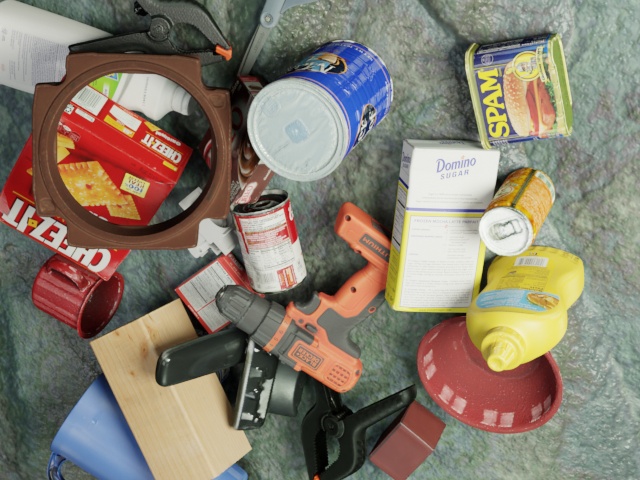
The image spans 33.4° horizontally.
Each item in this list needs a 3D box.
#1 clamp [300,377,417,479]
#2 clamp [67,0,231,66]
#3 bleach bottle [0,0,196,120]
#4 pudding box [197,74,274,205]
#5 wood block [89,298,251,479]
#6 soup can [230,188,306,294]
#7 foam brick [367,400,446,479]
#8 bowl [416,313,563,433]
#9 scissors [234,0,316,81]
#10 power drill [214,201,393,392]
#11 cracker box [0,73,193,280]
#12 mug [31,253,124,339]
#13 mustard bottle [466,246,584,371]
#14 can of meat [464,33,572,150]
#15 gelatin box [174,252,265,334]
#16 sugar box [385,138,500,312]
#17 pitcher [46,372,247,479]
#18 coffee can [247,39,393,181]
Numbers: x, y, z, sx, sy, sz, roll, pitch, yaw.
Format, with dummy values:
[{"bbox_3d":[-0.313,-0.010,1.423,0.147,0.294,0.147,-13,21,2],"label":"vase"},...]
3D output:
[{"bbox_3d":[0.031,0.213,1.256,0.165,0.036,0.210,26,118,35],"label":"clamp"},{"bbox_3d":[-0.173,-0.237,1.127,0.171,0.039,0.120,10,115,-10],"label":"clamp"},{"bbox_3d":[-0.258,-0.188,1.205,0.251,0.068,0.103,21,126,11],"label":"bleach bottle"},{"bbox_3d":[-0.080,-0.108,1.155,0.090,0.039,0.114,56,129,27],"label":"pudding box"},{"bbox_3d":[-0.180,0.189,1.289,0.090,0.090,0.206,-25,91,30],"label":"wood block"},{"bbox_3d":[-0.058,0.001,1.206,0.069,0.068,0.102,-2,115,25],"label":"soup can"},{"bbox_3d":[0.103,0.238,1.263,0.051,0.052,0.078,38,126,3],"label":"foam brick"},{"bbox_3d":[0.189,0.132,1.160,0.162,0.055,0.162,15,128,19],"label":"bowl"},{"bbox_3d":[-0.034,-0.232,1.106,0.096,0.016,0.202,21,122,14],"label":"scissors"},{"bbox_3d":[0.002,0.053,1.164,0.184,0.057,0.188,33,105,-11],"label":"power drill"},{"bbox_3d":[-0.267,-0.065,1.226,0.164,0.072,0.214,31,134,-12],"label":"cracker box"},{"bbox_3d":[-0.308,0.060,1.332,0.081,0.093,0.117,26,158,17],"label":"mug"},{"bbox_3d":[0.196,0.071,1.049,0.096,0.191,0.058,3,116,23],"label":"mustard bottle"},{"bbox_3d":[0.192,-0.143,1.023,0.084,0.057,0.102,-6,113,24],"label":"can of meat"},{"bbox_3d":[-0.121,0.063,1.290,0.089,0.030,0.073,-34,97,34],"label":"gelatin box"},{"bbox_3d":[0.123,-0.014,1.093,0.093,0.048,0.176,2,107,-13],"label":"sugar box"},{"bbox_3d":[-0.226,0.291,1.394,0.243,0.144,0.149,35,128,1],"label":"pitcher"},{"bbox_3d":[0.003,-0.132,1.065,0.103,0.140,0.103,11,119,20],"label":"coffee can"}]
